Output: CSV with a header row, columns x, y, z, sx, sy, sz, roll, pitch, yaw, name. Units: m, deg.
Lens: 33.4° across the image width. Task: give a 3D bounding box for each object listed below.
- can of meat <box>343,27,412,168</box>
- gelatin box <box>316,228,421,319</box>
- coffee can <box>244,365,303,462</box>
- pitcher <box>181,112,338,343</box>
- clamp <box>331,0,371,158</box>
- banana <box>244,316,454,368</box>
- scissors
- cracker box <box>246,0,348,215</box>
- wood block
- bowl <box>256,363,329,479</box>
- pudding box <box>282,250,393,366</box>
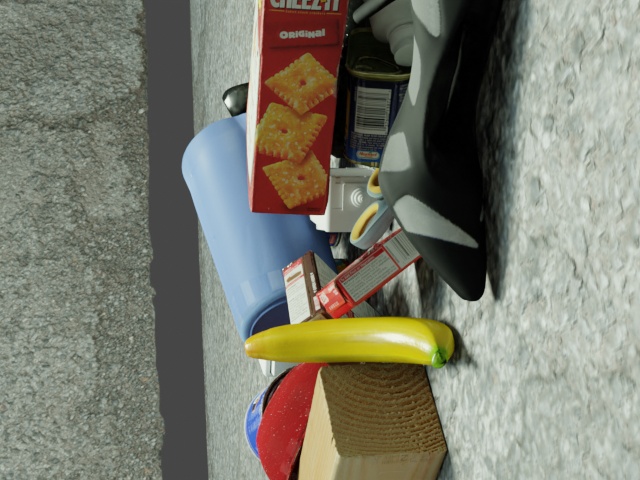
x,y,z,sx,sy,sz,roll,pitch,yaw,name
0.047,-0.118,0.879,0.102,0.057,0.084,-84,-2,-59,can of meat
0.043,0.023,0.859,0.030,0.089,0.073,53,165,3,gelatin box
-0.024,0.195,1.160,0.140,0.102,0.103,126,143,-71,coffee can
-0.057,0.001,1.097,0.149,0.145,0.243,46,-161,-48,pitcher
0.031,-0.151,0.982,0.120,0.039,0.171,-67,-23,-77,clamp
0.031,0.079,0.837,0.198,0.069,0.037,-4,85,40,banana
0.065,-0.028,0.854,0.096,0.016,0.202,-63,14,3,scissors
-0.020,-0.153,0.873,0.164,0.072,0.214,-95,10,-53,cracker box
0.034,0.204,0.905,0.091,0.090,0.206,-103,17,-44,wood block
-0.015,0.170,1.020,0.162,0.055,0.162,-54,-19,-29,bowl
0.018,0.075,0.948,0.113,0.039,0.090,45,-162,-32,pudding box
